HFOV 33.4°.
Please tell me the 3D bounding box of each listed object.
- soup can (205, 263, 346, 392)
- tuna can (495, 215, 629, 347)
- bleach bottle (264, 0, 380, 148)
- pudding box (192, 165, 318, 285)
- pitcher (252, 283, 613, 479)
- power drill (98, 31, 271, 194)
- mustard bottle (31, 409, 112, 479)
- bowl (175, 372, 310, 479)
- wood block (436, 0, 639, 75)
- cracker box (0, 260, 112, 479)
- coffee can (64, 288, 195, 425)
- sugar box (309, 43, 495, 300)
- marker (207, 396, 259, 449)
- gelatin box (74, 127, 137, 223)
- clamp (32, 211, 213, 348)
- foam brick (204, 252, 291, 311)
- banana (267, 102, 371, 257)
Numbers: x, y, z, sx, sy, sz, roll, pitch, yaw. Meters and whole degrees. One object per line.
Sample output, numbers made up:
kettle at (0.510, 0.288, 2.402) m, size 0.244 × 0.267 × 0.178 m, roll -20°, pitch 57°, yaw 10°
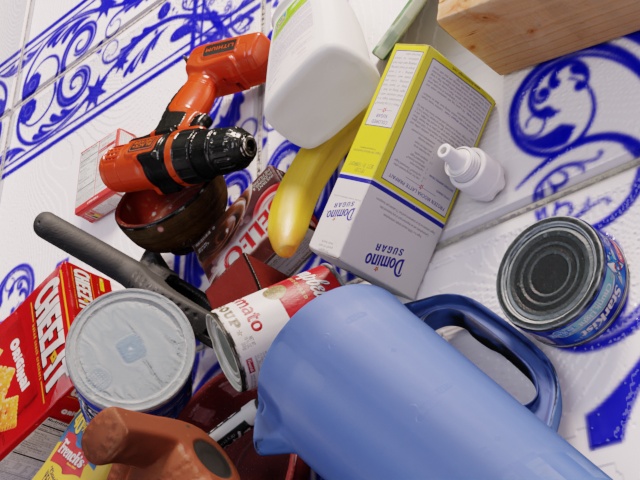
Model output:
soup can at (-0.029, 0.067, 0.823) m, size 0.102 × 0.068 × 0.069 m, roll -22°, pitch 37°, yaw -18°
tuna can at (0.162, 0.027, 0.723) m, size 0.086 × 0.033 × 0.086 m, roll -25°, pitch 52°, yaw 35°
bleach bottle at (-0.003, -0.188, 0.971) m, size 0.103 × 0.068 × 0.251 m, roll -42°, pitch 28°, yaw 26°
pudding box at (-0.056, 0.001, 0.963) m, size 0.114 × 0.039 × 0.090 m, roll -47°, pitch 42°, yaw 16°
pitcher at (0.082, 0.130, 0.687) m, size 0.243 × 0.144 × 0.149 m, roll 35°, pitch 107°, yaw 46°
power drill at (-0.107, -0.122, 1.023) m, size 0.185 × 0.057 × 0.187 m, roll -5°, pitch 40°, yaw 36°
mustard bottle at (-0.215, 0.207, 0.996) m, size 0.192 × 0.058 × 0.096 m, roll -56°, pitch 35°, yaw 6°
bowl at (-0.060, 0.185, 0.847) m, size 0.162 × 0.055 × 0.162 m, roll -25°, pitch 52°, yaw 35°
wood block at (0.197, -0.204, 0.778) m, size 0.207 × 0.090 × 0.091 m, roll -14°, pitch 58°, yaw 42°
cracker box at (-0.299, 0.150, 1.106) m, size 0.214 × 0.072 × 0.164 m, roll -42°, pitch 44°, yaw 20°
coffee can at (-0.158, 0.113, 0.906) m, size 0.140 × 0.102 × 0.103 m, roll 107°, pitch 171°, yaw -66°
sugar box at (0.065, -0.052, 0.826) m, size 0.048 × 0.093 × 0.176 m, roll 19°, pitch 82°, yaw 50°
marker at (-0.067, 0.145, 0.819) m, size 0.121 × 0.020 × 0.020 m, roll -39°, pitch 44°, yaw 24°
gelatin box at (-0.243, -0.074, 1.212) m, size 0.073 × 0.030 × 0.089 m, roll -27°, pitch 50°, yaw 36°
clamp at (-0.160, 0.037, 0.978) m, size 0.210 × 0.164 × 0.036 m, roll 33°, pitch 97°, yaw 41°
foam brick at (-0.046, 0.056, 0.892) m, size 0.053 × 0.078 × 0.051 m, roll -45°, pitch 42°, yaw 15°
banana at (-0.002, -0.060, 0.908) m, size 0.070 × 0.037 × 0.197 m, roll -23°, pitch 30°, yaw 57°
